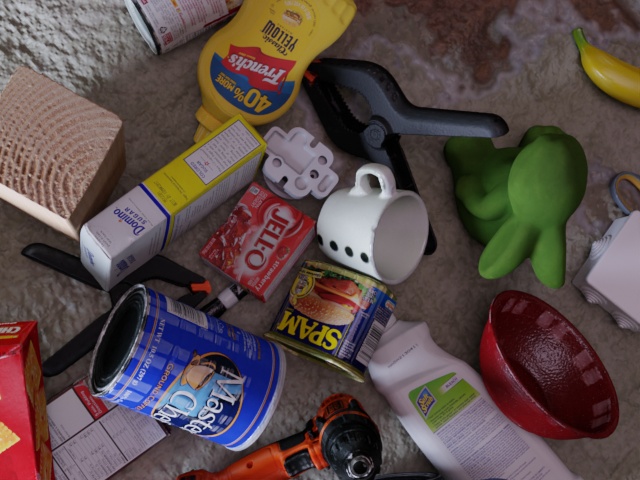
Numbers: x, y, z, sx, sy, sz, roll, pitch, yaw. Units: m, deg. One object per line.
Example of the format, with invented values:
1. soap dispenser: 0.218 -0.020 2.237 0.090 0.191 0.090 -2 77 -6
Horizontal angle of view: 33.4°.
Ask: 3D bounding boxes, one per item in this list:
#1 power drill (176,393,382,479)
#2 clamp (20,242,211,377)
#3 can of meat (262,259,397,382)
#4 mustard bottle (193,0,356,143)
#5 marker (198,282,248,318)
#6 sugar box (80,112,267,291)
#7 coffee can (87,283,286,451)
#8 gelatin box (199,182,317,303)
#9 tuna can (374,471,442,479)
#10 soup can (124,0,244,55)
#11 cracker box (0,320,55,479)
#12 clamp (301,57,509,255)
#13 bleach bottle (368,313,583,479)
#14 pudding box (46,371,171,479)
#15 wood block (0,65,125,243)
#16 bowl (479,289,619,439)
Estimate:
1. power drill: -0.035 0.202 0.919 0.187 0.184 0.057 -26 93 -1
2. clamp: -0.189 0.045 0.973 0.171 0.039 0.120 -16 92 -16
3. can of meat: 0.011 0.071 0.974 0.102 0.057 0.084 18 76 37
4. mustard bottle: -0.058 -0.165 0.982 0.096 0.058 0.192 32 106 -16
5. marker: -0.068 0.039 1.002 0.121 0.020 0.020 -40 92 -10
6. sugar box: -0.131 -0.034 0.944 0.176 0.093 0.048 -36 81 -22
7. coffee can: -0.115 0.111 0.926 0.140 0.103 0.103 27 81 -24
8. gelatin box: -0.056 0.001 0.986 0.073 0.030 0.089 33 77 14
9. tuna can: 0.070 0.234 0.972 0.086 0.086 0.034 -5 84 -9
10. soup can: -0.123 -0.224 0.993 0.102 0.068 0.068 -30 90 -9
11. cracker box: -0.311 0.180 0.887 0.164 0.072 0.214 -3 103 -1
12. clamp: 0.068 -0.107 0.984 0.210 0.165 0.036 47 42 12
13. bleach bottle: 0.132 0.162 1.001 0.102 0.068 0.251 -38 89 -13
14. pudding box: -0.205 0.170 0.960 0.113 0.039 0.090 -35 93 -8
15. wood block: -0.222 -0.065 0.892 0.091 0.206 0.090 28 81 -6
16. bowl: 0.201 0.126 0.991 0.162 0.162 0.055 42 122 -3
